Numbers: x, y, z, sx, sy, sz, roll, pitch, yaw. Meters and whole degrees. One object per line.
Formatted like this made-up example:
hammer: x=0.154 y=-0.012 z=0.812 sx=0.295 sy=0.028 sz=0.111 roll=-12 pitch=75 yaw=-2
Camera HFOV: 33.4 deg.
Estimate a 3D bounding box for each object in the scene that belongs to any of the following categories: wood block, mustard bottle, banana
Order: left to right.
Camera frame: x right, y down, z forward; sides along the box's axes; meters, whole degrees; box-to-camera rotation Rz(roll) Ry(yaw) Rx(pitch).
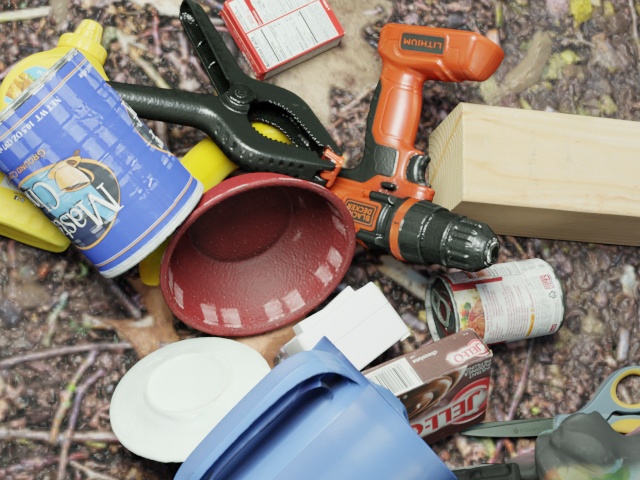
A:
mustard bottle: x=-0.218 y=-0.094 z=0.866 sx=0.096 sy=0.058 sz=0.191 roll=20 pitch=73 yaw=-9
banana: x=-0.090 y=-0.047 z=0.896 sx=0.197 sy=0.037 sz=0.069 roll=-41 pitch=86 yaw=-18
wood block: x=0.207 y=-0.056 z=0.940 sx=0.206 sy=0.091 sz=0.090 roll=5 pitch=75 yaw=-12

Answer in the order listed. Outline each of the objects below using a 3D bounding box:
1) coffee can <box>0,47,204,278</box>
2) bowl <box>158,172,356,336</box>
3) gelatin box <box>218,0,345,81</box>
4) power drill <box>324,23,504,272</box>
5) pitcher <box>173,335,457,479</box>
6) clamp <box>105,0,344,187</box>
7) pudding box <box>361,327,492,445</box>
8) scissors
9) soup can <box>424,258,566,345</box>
coffee can: x=-0.171 y=-0.056 z=0.792 sx=0.140 sy=0.103 sz=0.102 roll=48 pitch=70 yaw=-17
bowl: x=-0.056 y=0.001 z=0.854 sx=0.162 sy=0.162 sz=0.055 roll=-12 pitch=43 yaw=-16
gelatin box: x=-0.034 y=-0.192 z=0.948 sx=0.089 sy=0.030 sz=0.073 roll=-29 pitch=86 yaw=-18
power drill: x=0.084 y=-0.076 z=0.864 sx=0.057 sy=0.185 sz=0.187 roll=21 pitch=87 yaw=-53
pitcher: x=-0.040 y=0.185 z=0.719 sx=0.243 sy=0.145 sz=0.149 roll=-42 pitch=94 yaw=-4
clamp: x=-0.079 y=-0.105 z=0.870 sx=0.210 sy=0.036 sz=0.164 roll=38 pitch=48 yaw=9
pudding box: x=0.082 y=0.129 z=0.867 sx=0.113 sy=0.090 sz=0.039 roll=-19 pitch=46 yaw=-15
scissors: x=0.222 y=0.144 z=0.935 sx=0.201 sy=0.016 sz=0.096 roll=15 pitch=72 yaw=-9
soup can: x=0.149 y=0.055 z=0.912 sx=0.102 sy=0.069 sz=0.068 roll=-9 pitch=79 yaw=-15
